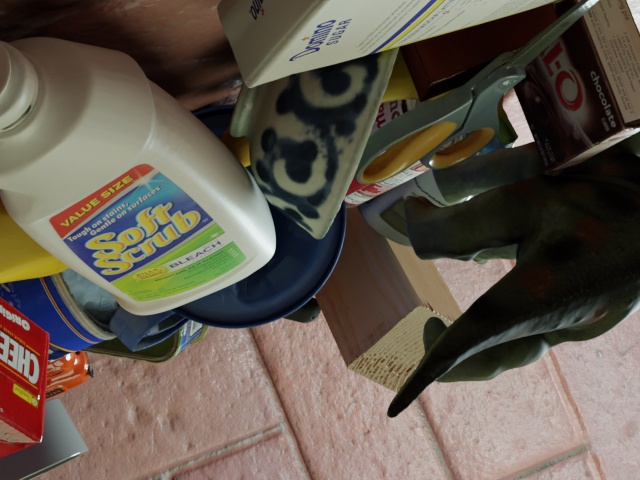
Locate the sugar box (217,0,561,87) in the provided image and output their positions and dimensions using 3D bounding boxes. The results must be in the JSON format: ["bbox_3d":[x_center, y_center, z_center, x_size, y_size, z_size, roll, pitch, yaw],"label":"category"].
[{"bbox_3d":[0.052,-0.119,0.451,0.176,0.048,0.093,-17,174,-26],"label":"sugar box"}]

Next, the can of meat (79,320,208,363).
[{"bbox_3d":[-0.145,0.058,0.838,0.102,0.057,0.084,7,-173,7],"label":"can of meat"}]

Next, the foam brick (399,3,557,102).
[{"bbox_3d":[0.083,-0.116,0.580,0.078,0.051,0.053,-22,176,-1],"label":"foam brick"}]

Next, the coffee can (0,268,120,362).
[{"bbox_3d":[-0.214,0.041,0.703,0.140,0.103,0.102,-22,176,9],"label":"coffee can"}]

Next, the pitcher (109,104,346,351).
[{"bbox_3d":[-0.055,0.001,0.739,0.149,0.145,0.243,-2,175,2],"label":"pitcher"}]

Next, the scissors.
[{"bbox_3d":[0.101,-0.082,0.566,0.202,0.016,0.096,-32,161,33],"label":"scissors"}]

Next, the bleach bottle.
[{"bbox_3d":[-0.097,-0.026,0.473,0.102,0.068,0.250,-21,164,7],"label":"bleach bottle"}]

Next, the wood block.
[{"bbox_3d":[0.048,0.029,0.988,0.090,0.206,0.090,-43,134,18],"label":"wood block"}]
